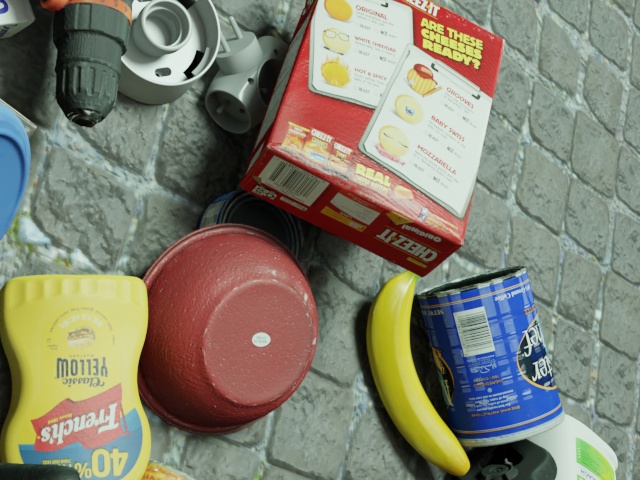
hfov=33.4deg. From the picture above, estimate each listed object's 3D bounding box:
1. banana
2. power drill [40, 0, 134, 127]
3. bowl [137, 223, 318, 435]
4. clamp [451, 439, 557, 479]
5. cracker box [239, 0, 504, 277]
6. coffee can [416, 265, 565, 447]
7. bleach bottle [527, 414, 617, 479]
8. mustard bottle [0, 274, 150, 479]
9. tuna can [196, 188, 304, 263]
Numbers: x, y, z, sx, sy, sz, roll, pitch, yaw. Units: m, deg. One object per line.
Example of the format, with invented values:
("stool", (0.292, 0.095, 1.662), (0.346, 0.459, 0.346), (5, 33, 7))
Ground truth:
("banana", (0.079, 0.115, 0.924), (0.037, 0.070, 0.198), (-39, 119, -74))
("power drill", (-0.201, -0.179, 0.678), (0.187, 0.057, 0.184), (18, 63, -44))
("bowl", (-0.058, 0.070, 0.782), (0.161, 0.055, 0.162), (-5, 99, -33))
("clamp", (0.147, 0.219, 0.928), (0.210, 0.164, 0.036), (-59, 136, -77))
("cracker box", (0.045, -0.100, 0.834), (0.164, 0.072, 0.213), (25, 55, -13))
("coffee can", (0.153, 0.103, 0.964), (0.102, 0.103, 0.140), (-16, 92, -43))
("bleach bottle", (0.235, 0.279, 0.957), (0.102, 0.068, 0.250), (41, 30, -24))
("mustard bottle", (-0.161, 0.120, 0.701), (0.096, 0.058, 0.191), (1, 79, -24))
("tuna can", (-0.056, 0.001, 0.844), (0.085, 0.034, 0.086), (10, 74, -40))
